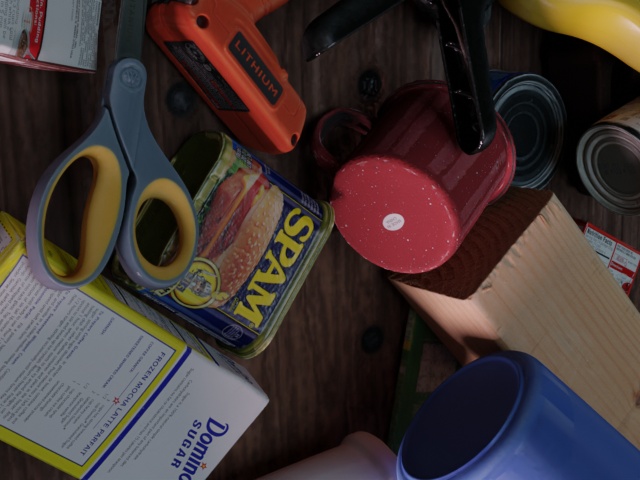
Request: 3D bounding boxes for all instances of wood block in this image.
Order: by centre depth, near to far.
[{"bbox_3d":[0.151,0.066,0.702,0.090,0.090,0.206,-48,117,-15],"label":"wood block"}]

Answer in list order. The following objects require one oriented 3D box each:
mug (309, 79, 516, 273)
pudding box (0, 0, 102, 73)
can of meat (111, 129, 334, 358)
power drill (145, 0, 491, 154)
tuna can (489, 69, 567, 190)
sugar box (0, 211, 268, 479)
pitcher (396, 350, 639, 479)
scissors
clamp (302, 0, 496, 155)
[{"bbox_3d":[0.047,-0.041,0.627,0.081,0.117,0.093,-51,168,-44],"label":"mug"},{"bbox_3d":[-0.135,-0.125,0.481,0.113,0.039,0.090,-19,116,-77],"label":"pudding box"},{"bbox_3d":[-0.054,0.001,0.590,0.083,0.058,0.102,36,78,-33],"label":"can of meat"},{"bbox_3d":[0.006,-0.140,0.605,0.184,0.057,0.187,48,68,-29],"label":"power drill"},{"bbox_3d":[0.127,-0.072,0.720,0.085,0.034,0.086,-8,104,-35],"label":"tuna can"},{"bbox_3d":[-0.120,0.071,0.555,0.093,0.048,0.176,-50,127,0],"label":"sugar box"},{"bbox_3d":[0.154,0.187,0.630,0.242,0.145,0.149,44,37,-17],"label":"pitcher"},{"bbox_3d":[-0.083,-0.064,0.528,0.096,0.016,0.201,30,70,-34],"label":"scissors"},{"bbox_3d":[0.056,-0.142,0.575,0.120,0.039,0.171,19,73,-31],"label":"clamp"}]
